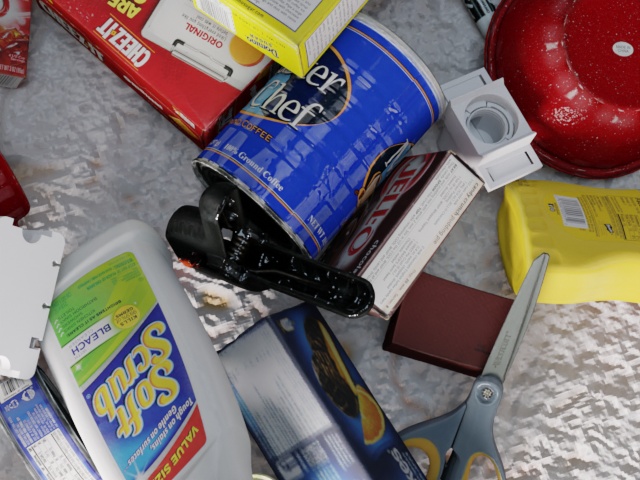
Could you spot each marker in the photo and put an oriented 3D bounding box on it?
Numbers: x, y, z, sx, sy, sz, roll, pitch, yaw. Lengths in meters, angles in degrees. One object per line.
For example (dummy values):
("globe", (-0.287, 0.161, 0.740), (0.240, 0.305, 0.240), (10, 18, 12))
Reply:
("marker", (0.112, -0.178, 0.776), (0.020, 0.020, 0.121), (-27, 82, -10))

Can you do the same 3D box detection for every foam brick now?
("foam brick", (0.086, 0.057, 0.711), (0.078, 0.051, 0.053), (18, 79, -1))

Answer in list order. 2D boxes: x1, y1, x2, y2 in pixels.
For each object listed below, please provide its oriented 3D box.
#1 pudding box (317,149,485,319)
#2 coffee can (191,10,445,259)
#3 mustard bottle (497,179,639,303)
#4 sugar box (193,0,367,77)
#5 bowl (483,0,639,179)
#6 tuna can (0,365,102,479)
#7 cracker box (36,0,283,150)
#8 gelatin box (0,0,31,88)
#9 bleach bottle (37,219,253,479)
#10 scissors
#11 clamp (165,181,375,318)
("pudding box", (0.046, -0.005, 0.698), (0.039, 0.090, 0.113), (38, 79, -15))
("coffee can", (-0.001, -0.067, 0.702), (0.103, 0.103, 0.140), (41, 79, 3))
("mustard bottle", (0.221, 0.004, 0.720), (0.191, 0.058, 0.096), (3, 38, -5))
("sugar box", (0.006, -0.197, 0.675), (0.093, 0.048, 0.176), (36, 74, 15))
("bowl", (0.198, -0.127, 0.743), (0.162, 0.055, 0.162), (2, 80, -13))
("tuna can", (-0.168, 0.120, 0.659), (0.033, 0.086, 0.086), (-33, 83, -12))
("cracker box", (-0.067, -0.193, 0.737), (0.164, 0.072, 0.213), (41, 79, 4))
("gelatin box", (-0.242, -0.148, 0.717), (0.089, 0.030, 0.073), (7, 77, -30))
("bleach bottle", (-0.086, 0.103, 0.622), (0.102, 0.068, 0.251), (-34, 54, -6))
("scissors", (0.086, 0.100, 0.680), (0.096, 0.016, 0.202), (6, 105, 10))
("clamp", (-0.054, 0.001, 0.649), (0.120, 0.172, 0.039), (45, 68, -30))
